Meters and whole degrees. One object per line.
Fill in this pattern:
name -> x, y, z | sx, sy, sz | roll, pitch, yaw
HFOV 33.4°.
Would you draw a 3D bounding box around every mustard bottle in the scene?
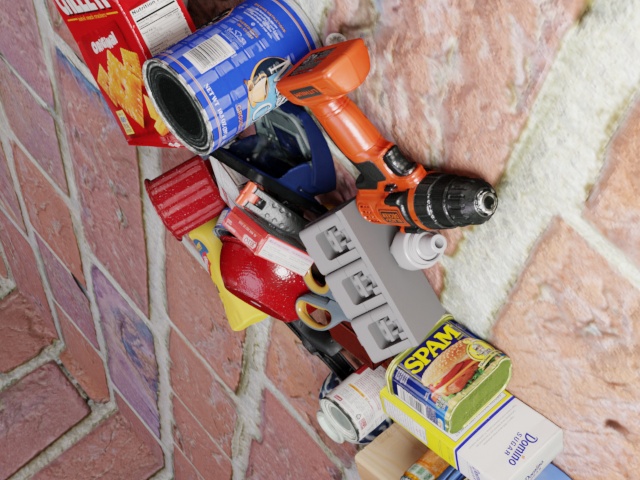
mustard bottle -> -0.132, 0.026, 1.457 | 0.096, 0.058, 0.191 | 119, 126, -79

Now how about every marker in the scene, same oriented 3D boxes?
marker -> 0.009, -0.150, 1.004 | 0.020, 0.020, 0.121 | 46, 157, 18

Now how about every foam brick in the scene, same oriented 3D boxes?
foam brick -> 0.052, 0.103, 1.245 | 0.078, 0.051, 0.053 | 36, 153, 36

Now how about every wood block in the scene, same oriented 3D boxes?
wood block -> 0.148, 0.325, 1.331 | 0.206, 0.090, 0.091 | 33, 149, 40

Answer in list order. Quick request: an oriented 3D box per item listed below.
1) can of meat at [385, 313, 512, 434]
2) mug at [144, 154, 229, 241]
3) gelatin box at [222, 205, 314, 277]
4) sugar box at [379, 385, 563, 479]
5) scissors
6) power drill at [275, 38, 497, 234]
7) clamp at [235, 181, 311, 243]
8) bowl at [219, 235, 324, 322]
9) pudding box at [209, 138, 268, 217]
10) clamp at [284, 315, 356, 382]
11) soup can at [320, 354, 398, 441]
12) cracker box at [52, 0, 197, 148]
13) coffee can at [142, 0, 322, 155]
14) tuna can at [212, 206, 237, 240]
can of meat -> 0.131, 0.136, 1.075 | 0.084, 0.102, 0.057 | 34, 151, 35
mug -> -0.170, -0.063, 1.378 | 0.093, 0.081, 0.117 | 59, -176, -29
gelatin box -> -0.058, 0.001, 1.203 | 0.089, 0.030, 0.073 | 26, -170, -47
sugar box -> 0.155, 0.188, 1.113 | 0.176, 0.093, 0.048 | 36, 153, 36
scissors -> 0.035, 0.064, 1.183 | 0.202, 0.016, 0.096 | -2, 99, 52
power drill -> 0.055, -0.085, 0.935 | 0.187, 0.057, 0.185 | 54, 156, -20
clamp -> -0.028, -0.018, 1.171 | 0.120, 0.039, 0.171 | 29, -178, 28
bowl -> -0.066, 0.056, 1.318 | 0.162, 0.055, 0.162 | 28, 170, 5
pudding box -> -0.094, -0.066, 1.270 | 0.114, 0.039, 0.090 | 50, 161, 44
clamp -> 0.002, 0.137, 1.398 | 0.210, 0.036, 0.164 | 38, 165, 50
soup can -> 0.059, 0.186, 1.285 | 0.069, 0.102, 0.068 | 43, 156, 24
cracker box -> -0.189, -0.200, 1.091 | 0.164, 0.072, 0.213 | 12, 133, 56
coffee can -> -0.081, -0.159, 1.005 | 0.103, 0.140, 0.103 | 42, 155, 25
tuna can -> -0.091, -0.008, 1.341 | 0.086, 0.033, 0.086 | 24, 165, 6
